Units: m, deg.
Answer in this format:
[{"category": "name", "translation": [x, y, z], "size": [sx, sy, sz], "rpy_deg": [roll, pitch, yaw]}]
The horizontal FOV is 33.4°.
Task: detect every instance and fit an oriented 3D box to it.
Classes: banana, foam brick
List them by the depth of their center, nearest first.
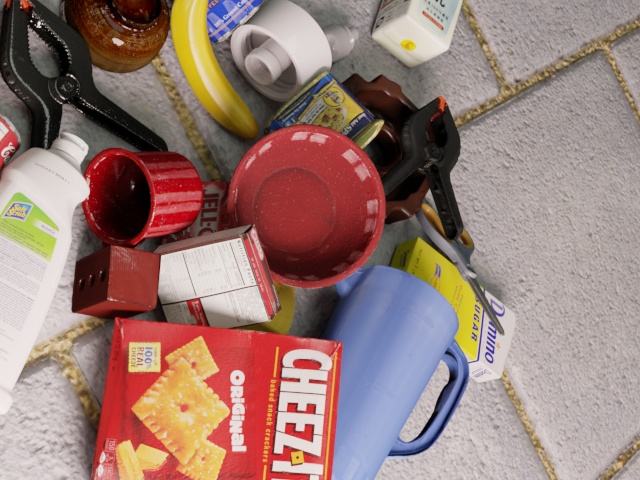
[{"category": "foam brick", "translation": [-0.191, 0.041, 0.995], "size": [0.051, 0.078, 0.053], "rpy_deg": [15, 68, -34]}, {"category": "banana", "translation": [-0.116, -0.190, 1.114], "size": [0.037, 0.070, 0.198], "rpy_deg": [-59, 146, -47]}]

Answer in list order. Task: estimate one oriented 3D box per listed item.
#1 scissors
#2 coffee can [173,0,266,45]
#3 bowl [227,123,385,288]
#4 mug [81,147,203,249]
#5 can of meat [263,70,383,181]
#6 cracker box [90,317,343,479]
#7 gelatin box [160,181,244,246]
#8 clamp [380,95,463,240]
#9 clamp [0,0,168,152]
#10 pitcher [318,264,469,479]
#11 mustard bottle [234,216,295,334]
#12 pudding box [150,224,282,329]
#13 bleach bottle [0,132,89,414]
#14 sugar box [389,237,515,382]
[{"category": "scissors", "translation": [0.179, 0.034, 1.256], "size": [0.096, 0.016, 0.202], "rpy_deg": [7, 43, -52]}, {"category": "coffee can", "translation": [-0.125, -0.293, 1.131], "size": [0.140, 0.103, 0.102], "rpy_deg": [46, 54, -17]}, {"category": "bowl", "translation": [-0.019, -0.033, 1.067], "size": [0.162, 0.055, 0.162], "rpy_deg": [1, 88, -17]}, {"category": "mug", "translation": [-0.171, -0.034, 1.021], "size": [0.093, 0.117, 0.081], "rpy_deg": [36, 24, 24]}, {"category": "can of meat", "translation": [0.002, -0.120, 1.143], "size": [0.102, 0.057, 0.084], "rpy_deg": [-43, 83, -18]}, {"category": "cracker box", "translation": [-0.093, 0.165, 0.976], "size": [0.213, 0.072, 0.164], "rpy_deg": [6, 69, -2]}, {"category": "gelatin box", "translation": [-0.117, -0.016, 1.071], "size": [0.030, 0.073, 0.089], "rpy_deg": [62, 33, -63]}, {"category": "clamp", "translation": [0.129, -0.084, 1.223], "size": [0.120, 0.039, 0.171], "rpy_deg": [36, 59, -23]}, {"category": "clamp", "translation": [-0.243, -0.143, 1.039], "size": [0.164, 0.036, 0.210], "rpy_deg": [-22, 94, -40]}, {"category": "pitcher", "translation": [0.047, 0.160, 1.105], "size": [0.242, 0.149, 0.145], "rpy_deg": [-60, 148, -29]}, {"category": "mustard bottle", "translation": [-0.057, 0.001, 1.119], "size": [0.096, 0.058, 0.191], "rpy_deg": [26, 62, -21]}, {"category": "pudding box", "translation": [-0.103, 0.040, 1.021], "size": [0.039, 0.114, 0.090], "rpy_deg": [-46, 122, -66]}, {"category": "bleach bottle", "translation": [-0.265, 0.019, 0.938], "size": [0.102, 0.068, 0.250], "rpy_deg": [33, 65, -23]}, {"category": "sugar box", "translation": [0.153, 0.083, 1.258], "size": [0.176, 0.048, 0.093], "rpy_deg": [35, 57, -22]}]
